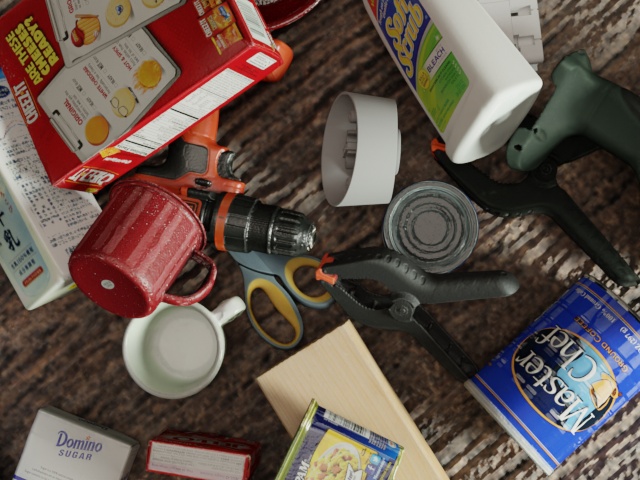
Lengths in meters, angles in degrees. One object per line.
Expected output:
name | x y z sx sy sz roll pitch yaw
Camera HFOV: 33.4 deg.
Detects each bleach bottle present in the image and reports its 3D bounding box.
bleach bottle | 0.084 -0.193 0.917 0.068 0.103 0.251 -20 66 -30

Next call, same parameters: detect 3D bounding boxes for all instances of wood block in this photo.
wood block | 0.040 0.178 0.910 0.091 0.090 0.206 -33 86 2

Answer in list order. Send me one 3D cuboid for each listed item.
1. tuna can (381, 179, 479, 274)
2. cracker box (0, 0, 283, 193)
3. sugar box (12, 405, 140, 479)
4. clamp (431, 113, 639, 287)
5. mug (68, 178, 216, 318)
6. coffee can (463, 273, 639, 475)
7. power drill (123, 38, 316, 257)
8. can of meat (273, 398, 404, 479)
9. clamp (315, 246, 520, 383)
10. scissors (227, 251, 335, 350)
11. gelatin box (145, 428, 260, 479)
tuna can | 0.097 -0.010 0.942 0.086 0.033 0.086 0 88 4
cracker box | -0.156 -0.163 0.893 0.214 0.072 0.164 -32 73 18
sugar box | -0.235 0.246 0.949 0.093 0.048 0.176 21 86 5
clamp | 0.203 -0.069 0.935 0.210 0.036 0.164 20 87 8
mug | -0.143 0.015 0.878 0.117 0.093 0.081 28 55 2
coffee can | 0.206 0.112 0.895 0.140 0.103 0.103 -43 86 1
power drill | -0.079 -0.085 0.934 0.184 0.057 0.187 11 84 10
can of meat | 0.009 0.189 0.839 0.084 0.057 0.102 25 90 3
clamp | 0.078 0.060 0.924 0.171 0.039 0.120 15 119 14
scissors | -0.056 0.001 0.961 0.096 0.016 0.202 -27 81 -4
gelatin box | -0.100 0.187 0.927 0.089 0.073 0.030 7 88 4
